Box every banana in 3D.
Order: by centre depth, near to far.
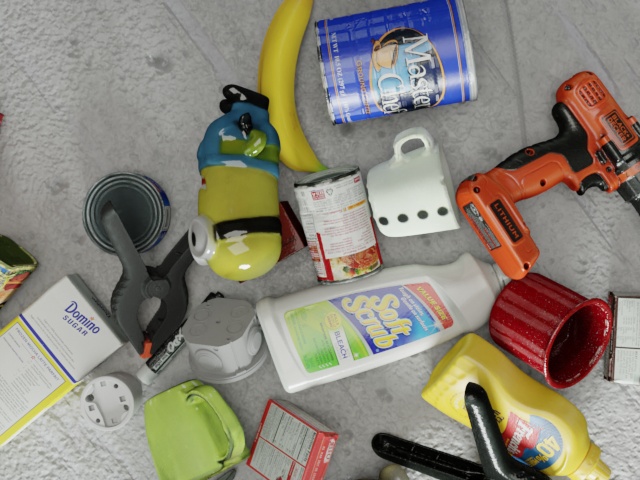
[{"bbox_3d":[-0.031,-0.154,1.066,0.069,0.037,0.198,-9,95,-24],"label":"banana"}]

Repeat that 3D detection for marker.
[{"bbox_3d":[-0.142,0.098,1.093,0.020,0.020,0.121,43,96,2],"label":"marker"}]

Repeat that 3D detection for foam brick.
[{"bbox_3d":[-0.057,0.001,1.065,0.078,0.051,0.053,-29,90,6],"label":"foam brick"}]

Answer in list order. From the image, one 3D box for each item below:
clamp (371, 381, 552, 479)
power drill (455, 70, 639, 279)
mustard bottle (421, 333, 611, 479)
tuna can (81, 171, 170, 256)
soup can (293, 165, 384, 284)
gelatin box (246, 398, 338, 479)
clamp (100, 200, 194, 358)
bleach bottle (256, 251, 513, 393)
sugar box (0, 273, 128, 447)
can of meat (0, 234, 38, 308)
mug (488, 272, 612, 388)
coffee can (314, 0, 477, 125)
[{"bbox_3d":[0.168,0.223,1.026,0.210,0.036,0.165,36,139,-3],"label":"clamp"},{"bbox_3d":[0.238,-0.044,1.013,0.187,0.057,0.184,-34,86,-13],"label":"power drill"},{"bbox_3d":[0.197,0.174,1.031,0.191,0.058,0.096,35,137,2],"label":"mustard bottle"},{"bbox_3d":[-0.196,-0.027,1.085,0.086,0.033,0.086,0,92,5],"label":"tuna can"},{"bbox_3d":[0.018,-0.016,1.040,0.068,0.068,0.102,-13,101,6],"label":"soup can"},{"bbox_3d":[-0.028,0.207,1.057,0.089,0.030,0.073,23,96,48],"label":"gelatin box"},{"bbox_3d":[-0.157,0.035,1.065,0.120,0.039,0.171,-5,118,-16],"label":"clamp"},{"bbox_3d":[0.070,0.065,1.051,0.251,0.068,0.102,-20,90,3],"label":"bleach bottle"},{"bbox_3d":[-0.292,0.124,1.096,0.176,0.048,0.093,-39,88,2],"label":"sugar box"},{"bbox_3d":[-0.339,0.040,1.069,0.057,0.102,0.084,41,93,3],"label":"can of meat"},{"bbox_3d":[0.219,0.089,1.021,0.093,0.082,0.117,-41,133,-16],"label":"mug"},{"bbox_3d":[0.072,-0.172,1.020,0.140,0.102,0.103,-9,91,6],"label":"coffee can"}]
